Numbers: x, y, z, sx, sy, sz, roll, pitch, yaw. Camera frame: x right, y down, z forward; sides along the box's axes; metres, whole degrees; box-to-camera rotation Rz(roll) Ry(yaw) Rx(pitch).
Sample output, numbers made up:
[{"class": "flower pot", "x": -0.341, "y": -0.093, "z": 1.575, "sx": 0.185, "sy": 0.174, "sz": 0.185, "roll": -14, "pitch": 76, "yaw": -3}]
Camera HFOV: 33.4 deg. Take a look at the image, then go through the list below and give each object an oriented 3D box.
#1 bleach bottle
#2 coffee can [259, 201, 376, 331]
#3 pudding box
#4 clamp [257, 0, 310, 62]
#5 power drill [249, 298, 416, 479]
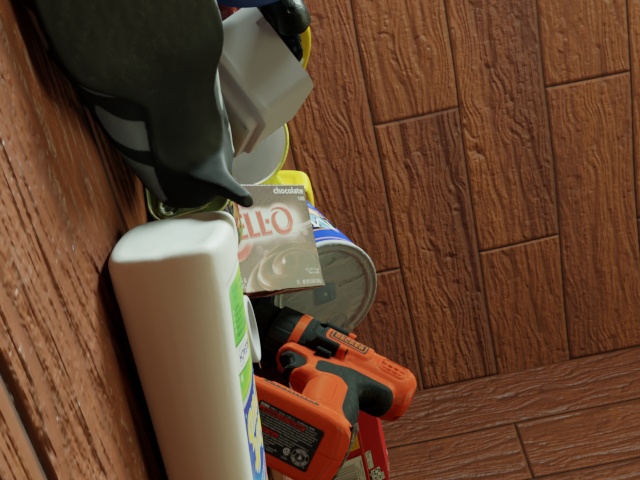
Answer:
[{"class": "bleach bottle", "x": -0.060, "y": 0.116, "z": 0.610, "sx": 0.102, "sy": 0.068, "sz": 0.251, "roll": -92, "pitch": 172, "yaw": -76}, {"class": "coffee can", "x": -0.024, "y": 0.020, "z": 1.002, "sx": 0.140, "sy": 0.102, "sz": 0.103, "roll": 45, "pitch": -27, "yaw": 55}, {"class": "pudding box", "x": -0.056, "y": 0.001, "z": 0.868, "sx": 0.113, "sy": 0.039, "sz": 0.090, "roll": -2, "pitch": 77, "yaw": -45}, {"class": "clamp", "x": -0.047, "y": -0.210, "z": 0.798, "sx": 0.120, "sy": 0.039, "sz": 0.171, "roll": 116, "pitch": -45, "yaw": -76}, {"class": "power drill", "x": -0.024, "y": 0.105, "z": 0.821, "sx": 0.187, "sy": 0.184, "sz": 0.057, "roll": -41, "pitch": 154, "yaw": -70}]
